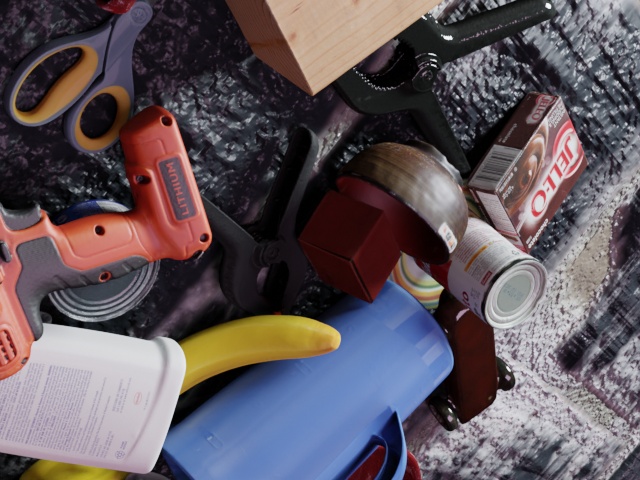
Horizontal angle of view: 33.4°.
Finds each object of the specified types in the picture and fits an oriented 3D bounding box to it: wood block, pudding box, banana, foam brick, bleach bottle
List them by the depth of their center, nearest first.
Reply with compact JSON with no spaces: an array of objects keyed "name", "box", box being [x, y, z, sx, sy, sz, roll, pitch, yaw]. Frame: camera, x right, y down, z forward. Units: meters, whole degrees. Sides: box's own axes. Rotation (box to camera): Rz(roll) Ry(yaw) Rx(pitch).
[{"name":"wood block","box":[0.039,-0.205,0.734,0.206,0.091,0.090,-38,131,-9]},{"name":"bleach bottle","box":[-0.228,0.093,0.741,0.250,0.068,0.102,16,95,-24]},{"name":"banana","box":[-0.082,0.100,0.847,0.198,0.070,0.037,-28,153,3]},{"name":"foam brick","box":[0.024,0.005,0.857,0.051,0.053,0.078,-57,152,-17]},{"name":"pudding box","box":[0.183,-0.060,0.935,0.113,0.039,0.090,-52,133,-16]}]

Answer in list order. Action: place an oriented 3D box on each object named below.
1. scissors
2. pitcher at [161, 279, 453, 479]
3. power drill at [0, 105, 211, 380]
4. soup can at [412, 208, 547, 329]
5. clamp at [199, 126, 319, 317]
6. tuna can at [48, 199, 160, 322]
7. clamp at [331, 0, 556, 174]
[{"name":"scissors","box":[-0.121,-0.135,0.722,0.201,0.016,0.096,-38,133,-7]},{"name":"pitcher","box":[-0.001,0.148,0.878,0.242,0.145,0.149,-39,96,-17]},{"name":"power drill","box":[-0.176,-0.022,0.692,0.187,0.057,0.184,-24,112,-22]},{"name":"soup can","box":[0.133,0.021,0.897,0.068,0.102,0.068,-17,126,-25]},{"name":"clamp","box":[-0.055,0.001,0.832,0.120,0.039,0.171,-15,125,-26]},{"name":"tuna can","box":[-0.162,0.014,0.774,0.086,0.034,0.086,-16,125,-25]},{"name":"clamp","box":[0.083,-0.144,0.833,0.209,0.036,0.165,15,115,-38]}]
